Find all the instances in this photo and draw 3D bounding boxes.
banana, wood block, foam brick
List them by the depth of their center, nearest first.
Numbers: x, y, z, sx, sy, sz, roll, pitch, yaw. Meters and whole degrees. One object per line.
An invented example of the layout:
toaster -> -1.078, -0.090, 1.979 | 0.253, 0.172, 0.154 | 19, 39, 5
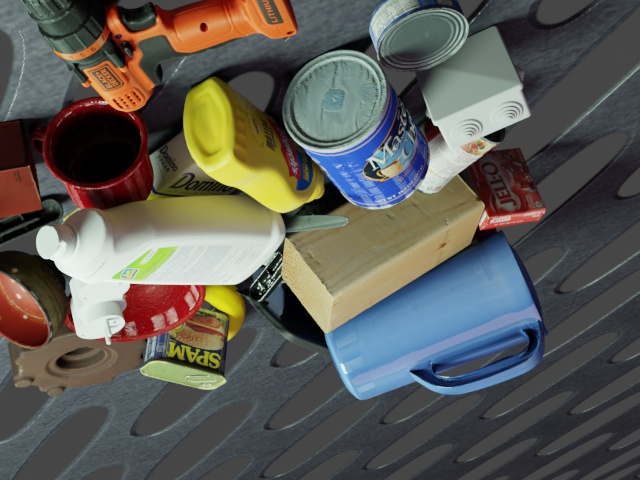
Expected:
foam brick -> -0.288, -0.064, 0.973 | 0.053, 0.051, 0.078 | -11, 152, -12
wood block -> 0.067, 0.001, 1.174 | 0.205, 0.090, 0.091 | -30, 156, -20
banana -> -0.129, 0.086, 1.356 | 0.070, 0.037, 0.198 | 0, 152, 8

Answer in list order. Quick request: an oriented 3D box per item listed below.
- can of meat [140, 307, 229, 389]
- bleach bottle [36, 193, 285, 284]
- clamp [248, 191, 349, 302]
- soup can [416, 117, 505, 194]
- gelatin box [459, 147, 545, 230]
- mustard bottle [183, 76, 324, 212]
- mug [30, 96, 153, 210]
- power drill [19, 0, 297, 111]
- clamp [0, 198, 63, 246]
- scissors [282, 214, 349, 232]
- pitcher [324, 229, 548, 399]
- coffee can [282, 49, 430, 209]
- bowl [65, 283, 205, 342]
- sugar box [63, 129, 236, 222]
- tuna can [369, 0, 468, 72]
can of meat -> -0.163, 0.128, 1.307 | 0.102, 0.084, 0.058 | 18, 149, -25
bleach bottle -> -0.148, -0.002, 0.989 | 0.103, 0.068, 0.250 | -45, 154, 27
clamp -> -0.029, -0.005, 1.190 | 0.171, 0.039, 0.120 | -41, 157, -1
soup can -> 0.134, -0.102, 1.116 | 0.068, 0.068, 0.102 | 9, 144, -40
gelatin box -> 0.204, -0.059, 1.208 | 0.073, 0.089, 0.030 | -8, 151, -16
mustard bottle -> -0.052, -0.078, 1.026 | 0.058, 0.096, 0.191 | -28, 150, 21
mug -> -0.208, -0.074, 0.972 | 0.117, 0.093, 0.081 | 15, 157, 7
power drill -> -0.123, -0.184, 0.839 | 0.188, 0.057, 0.184 | -18, 156, 9
clamp -> -0.371, 0.018, 1.036 | 0.210, 0.036, 0.164 | -21, -173, 19
scissors -> -0.057, 0.001, 1.093 | 0.202, 0.096, 0.016 | 17, 172, 46
pitcher -> 0.135, 0.101, 1.238 | 0.243, 0.145, 0.149 | -24, -175, 8
coffee can -> 0.037, -0.103, 1.023 | 0.103, 0.103, 0.140 | -23, 152, 12
bowl -> -0.214, 0.052, 1.213 | 0.162, 0.055, 0.162 | -12, 148, -8
sugar box -> -0.162, -0.042, 1.070 | 0.176, 0.048, 0.093 | -31, 158, 24
tuna can -> 0.088, -0.192, 0.962 | 0.086, 0.034, 0.086 | -13, 152, -7
